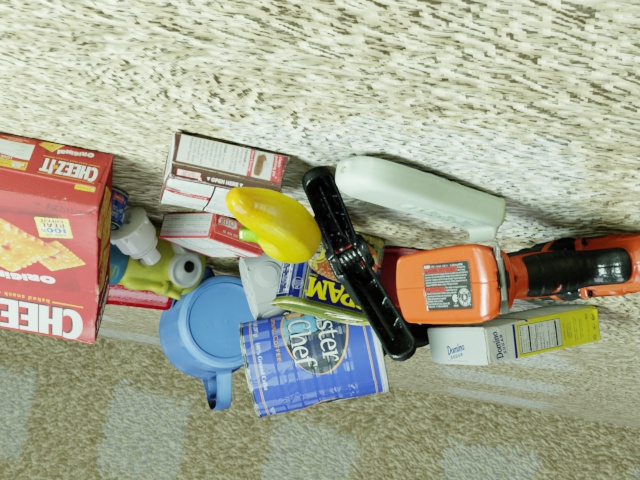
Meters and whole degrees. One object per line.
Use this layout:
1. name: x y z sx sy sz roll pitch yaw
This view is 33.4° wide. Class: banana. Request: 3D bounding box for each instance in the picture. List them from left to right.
1. banana: -0.033 -0.007 0.816 0.069 0.037 0.198 3 171 -1

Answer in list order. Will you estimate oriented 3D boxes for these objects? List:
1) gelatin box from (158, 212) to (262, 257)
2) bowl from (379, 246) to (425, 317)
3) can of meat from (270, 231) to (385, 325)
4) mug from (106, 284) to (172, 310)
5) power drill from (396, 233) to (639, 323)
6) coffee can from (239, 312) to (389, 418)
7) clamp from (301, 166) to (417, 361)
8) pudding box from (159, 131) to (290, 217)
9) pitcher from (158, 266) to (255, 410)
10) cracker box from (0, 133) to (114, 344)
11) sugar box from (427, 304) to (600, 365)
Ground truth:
1. gelatin box: -0.111 -0.006 1.105 0.089 0.030 0.073 -1 163 46
2. bowl: 0.111 0.052 1.130 0.162 0.055 0.162 10 169 2
3. can of meat: 0.010 0.032 1.043 0.102 0.084 0.058 15 168 -23
4. mug: -0.219 0.045 1.298 0.081 0.093 0.117 7 155 -10
5. power drill: 0.154 0.027 0.839 0.187 0.057 0.185 -7 177 -34
6. coffee can: -0.006 0.122 1.119 0.140 0.103 0.103 -12 168 0
7. clamp: 0.021 0.006 0.905 0.036 0.164 0.210 -26 -170 -2
8. pudding box: -0.079 -0.047 0.845 0.090 0.039 0.114 11 171 -10
9. pitcher: -0.128 0.117 1.325 0.149 0.145 0.243 42 168 -3
10. cracker box: -0.274 0.000 0.958 0.164 0.072 0.214 11 140 -4
11. sugar box: 0.214 0.104 1.174 0.175 0.048 0.094 -10 -179 -34
